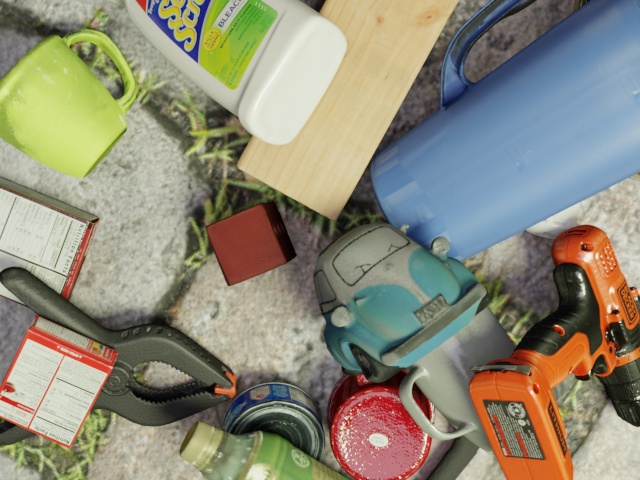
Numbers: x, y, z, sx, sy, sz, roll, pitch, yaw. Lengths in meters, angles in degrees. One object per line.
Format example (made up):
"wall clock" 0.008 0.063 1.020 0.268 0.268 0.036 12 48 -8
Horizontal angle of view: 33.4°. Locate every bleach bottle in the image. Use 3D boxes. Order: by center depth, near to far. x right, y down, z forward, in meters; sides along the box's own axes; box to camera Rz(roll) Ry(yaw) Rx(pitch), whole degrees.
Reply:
"bleach bottle" -0.100 -0.175 0.826 0.251 0.068 0.102 35 96 31

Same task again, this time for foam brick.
"foam brick" -0.056 0.001 0.872 0.051 0.078 0.053 -21 92 6

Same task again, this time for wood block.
"wood block" 0.024 -0.127 0.852 0.090 0.091 0.206 29 95 1

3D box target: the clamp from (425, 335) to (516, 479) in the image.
"clamp" 0.153 0.167 0.889 0.120 0.039 0.171 15 94 2

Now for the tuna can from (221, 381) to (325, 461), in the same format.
"tuna can" -0.039 0.164 0.891 0.086 0.034 0.086 -2 110 -6

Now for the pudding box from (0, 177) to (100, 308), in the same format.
"pudding box" -0.256 0.003 0.904 0.113 0.039 0.090 23 96 -1

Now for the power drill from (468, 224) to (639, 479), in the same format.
"power drill" 0.195 0.106 0.813 0.057 0.187 0.184 -9 114 43

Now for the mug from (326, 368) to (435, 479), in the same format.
"mug" 0.047 0.140 0.872 0.093 0.081 0.117 -13 93 4

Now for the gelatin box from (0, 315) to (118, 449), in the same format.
"gelatin box" -0.215 0.114 0.860 0.073 0.030 0.089 26 110 -11

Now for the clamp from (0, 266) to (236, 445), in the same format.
"clamp" -0.178 0.118 0.898 0.210 0.036 0.165 14 112 -9

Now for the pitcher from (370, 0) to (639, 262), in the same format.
"pitcher" 0.156 -0.087 0.807 0.243 0.144 0.149 -31 50 22
